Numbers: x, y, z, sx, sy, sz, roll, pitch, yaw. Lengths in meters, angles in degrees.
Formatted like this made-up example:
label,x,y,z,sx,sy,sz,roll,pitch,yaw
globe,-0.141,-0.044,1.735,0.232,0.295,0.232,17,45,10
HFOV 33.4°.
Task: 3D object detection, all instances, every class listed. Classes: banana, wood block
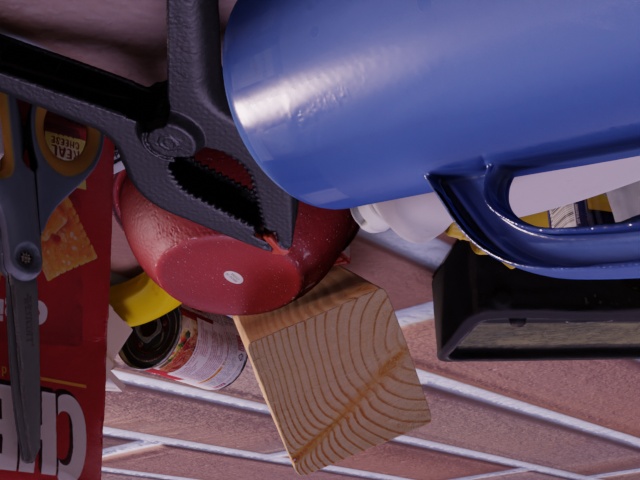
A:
label,x,y,z,sx,sy,sz,roll,pitch,yaw
banana,-0.137,0.032,0.816,0.069,0.037,0.198,29,147,-14
wood block,-0.002,0.078,0.732,0.090,0.090,0.206,-21,-173,-7

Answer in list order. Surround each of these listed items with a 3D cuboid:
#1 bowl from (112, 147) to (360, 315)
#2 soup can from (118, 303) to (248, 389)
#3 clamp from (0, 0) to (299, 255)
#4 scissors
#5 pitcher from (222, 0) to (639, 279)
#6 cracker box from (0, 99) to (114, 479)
label,x,y,z,sx,sy,sz,roll,pitch,yaw
bowl,-0.054,0.001,0.663,0.162,0.055,0.162,2,146,1
soup can,-0.115,0.085,0.903,0.069,0.068,0.102,-14,156,27
clamp,-0.081,-0.061,0.517,0.165,0.036,0.210,-9,140,24
scissors,-0.134,-0.001,0.531,0.016,0.202,0.096,-19,177,44
pitcher,0.080,-0.074,0.385,0.243,0.149,0.145,-13,116,42
cracker box,-0.187,0.023,0.533,0.072,0.213,0.163,-20,153,38
